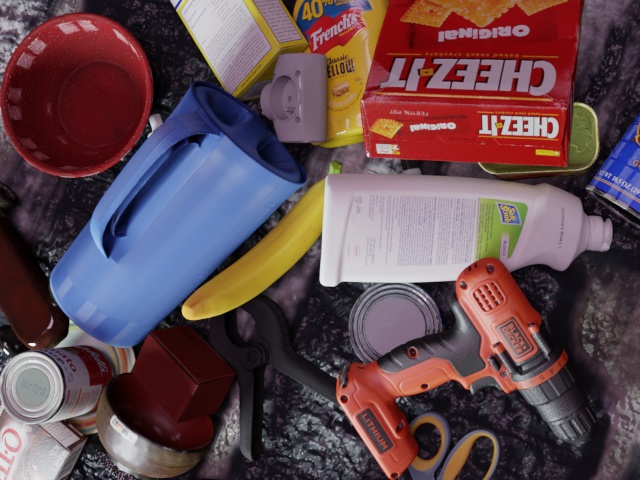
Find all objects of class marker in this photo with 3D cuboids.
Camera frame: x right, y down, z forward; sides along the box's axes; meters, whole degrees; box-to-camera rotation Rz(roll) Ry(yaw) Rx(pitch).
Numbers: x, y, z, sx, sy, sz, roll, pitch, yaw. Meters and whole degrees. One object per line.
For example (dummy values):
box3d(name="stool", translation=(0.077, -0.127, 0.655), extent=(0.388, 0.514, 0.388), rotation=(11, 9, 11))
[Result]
box3d(name="marker", translation=(0.090, -0.034, 0.987), extent=(0.020, 0.020, 0.121), rotation=(-10, 85, 13))

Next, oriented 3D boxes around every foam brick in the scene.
box3d(name="foam brick", translation=(-0.128, 0.124, 1.000), extent=(0.078, 0.052, 0.051), rotation=(41, 117, 29))

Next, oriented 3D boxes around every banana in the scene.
box3d(name="banana", translation=(-0.048, 0.007, 0.986), extent=(0.197, 0.069, 0.037), rotation=(-46, 56, -7))

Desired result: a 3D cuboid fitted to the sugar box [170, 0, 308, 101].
box3d(name="sugar box", translation=(-0.091, -0.228, 1.009), extent=(0.093, 0.048, 0.176), rotation=(-39, 75, 44))

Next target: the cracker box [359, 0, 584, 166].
box3d(name="cracker box", translation=(0.134, -0.162, 0.896), extent=(0.164, 0.072, 0.213), rotation=(4, 49, 15))

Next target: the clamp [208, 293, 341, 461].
box3d(name="clamp", translation=(-0.046, 0.109, 1.003), extent=(0.120, 0.039, 0.171), rotation=(-23, 82, 12))

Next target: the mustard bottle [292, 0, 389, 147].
box3d(name="mustard bottle", translation=(0.022, -0.188, 0.990), extent=(0.096, 0.058, 0.191), rotation=(-12, 83, 29))

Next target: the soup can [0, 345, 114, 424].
box3d(name="soup can", translation=(-0.245, 0.134, 0.997), extent=(0.068, 0.102, 0.068), rotation=(-1, 87, 14))

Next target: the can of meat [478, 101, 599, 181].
box3d(name="can of meat", translation=(0.190, -0.084, 0.930), extent=(0.102, 0.084, 0.057), rotation=(-2, 87, 14))

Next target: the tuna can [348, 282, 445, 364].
box3d(name="tuna can", translation=(0.071, 0.079, 0.978), extent=(0.086, 0.033, 0.086), rotation=(-1, 87, 14))

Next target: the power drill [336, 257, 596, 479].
box3d(name="power drill", translation=(0.123, 0.130, 0.924), extent=(0.188, 0.057, 0.184), rotation=(-32, 97, 13))

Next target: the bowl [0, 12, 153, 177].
box3d(name="bowl", translation=(-0.231, -0.139, 1.053), extent=(0.162, 0.055, 0.162), rotation=(-1, 87, 14))

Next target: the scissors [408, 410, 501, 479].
box3d(name="scissors", translation=(0.083, 0.242, 0.976), extent=(0.096, 0.016, 0.202), rotation=(40, 96, 14))

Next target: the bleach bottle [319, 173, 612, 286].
box3d(name="bleach bottle", translation=(0.127, -0.004, 0.939), extent=(0.251, 0.068, 0.102), rotation=(4, 101, 0))

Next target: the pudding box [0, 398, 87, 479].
box3d(name="pudding box", translation=(-0.289, 0.212, 1.046), extent=(0.090, 0.039, 0.114), rotation=(37, 111, 12))

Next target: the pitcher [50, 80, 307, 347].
box3d(name="pitcher", translation=(-0.142, -0.019, 0.972), extent=(0.149, 0.145, 0.243), rotation=(36, 107, -23))
